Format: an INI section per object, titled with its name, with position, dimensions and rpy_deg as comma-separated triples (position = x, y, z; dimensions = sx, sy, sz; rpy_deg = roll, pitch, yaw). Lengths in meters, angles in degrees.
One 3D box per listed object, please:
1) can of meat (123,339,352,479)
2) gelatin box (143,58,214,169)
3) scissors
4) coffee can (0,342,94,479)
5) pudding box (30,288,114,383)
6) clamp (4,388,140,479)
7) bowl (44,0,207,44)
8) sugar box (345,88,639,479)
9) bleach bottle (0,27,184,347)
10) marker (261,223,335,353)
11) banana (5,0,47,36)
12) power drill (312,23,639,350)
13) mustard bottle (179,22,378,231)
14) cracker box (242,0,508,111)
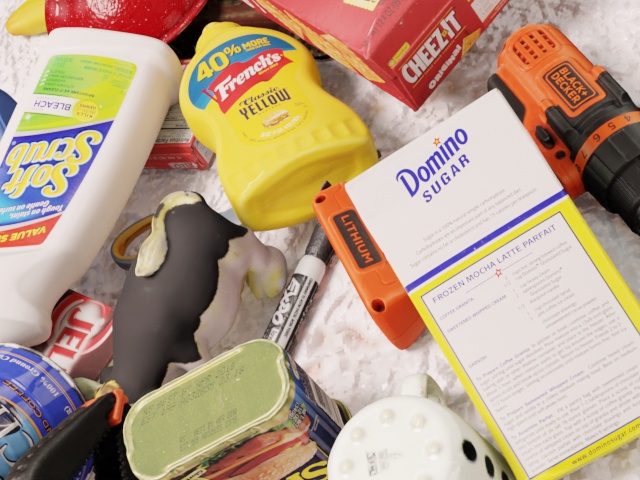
[can of meat]
position = -0.041, 0.106, 0.566
dimensions = 0.102, 0.084, 0.057
rpy_deg = -29, 46, 8
[gelatin box]
position = -0.104, -0.094, 0.793
dimensions = 0.073, 0.030, 0.089
rpy_deg = 2, 58, 30
[scissors]
position = -0.055, 0.001, 0.702
dimensions = 0.202, 0.016, 0.096
rpy_deg = -12, 53, 23
[coffee can]
position = -0.198, 0.127, 0.559
dimensions = 0.103, 0.103, 0.140
rpy_deg = -10, 13, 25
[pudding box]
position = -0.170, 0.089, 0.687
dimensions = 0.090, 0.039, 0.113
rpy_deg = 18, 68, 37
[clamp]
position = -0.128, 0.165, 0.511
dimensions = 0.036, 0.164, 0.210
rpy_deg = -25, 51, 33
[bowl]
position = -0.158, -0.199, 0.825
dimensions = 0.162, 0.055, 0.162
rpy_deg = -20, 44, 21
[sugar box]
position = 0.095, 0.024, 0.522
dimensions = 0.093, 0.048, 0.176
rpy_deg = -32, 72, 9
[bleach bottle]
position = -0.174, -0.023, 0.707
dimensions = 0.102, 0.068, 0.250
rpy_deg = 9, 63, 11
[marker]
position = -0.016, 0.040, 0.646
dimensions = 0.020, 0.020, 0.121
rpy_deg = 8, 62, 35
[banana]
position = -0.201, -0.198, 0.925
dimensions = 0.198, 0.037, 0.069
rpy_deg = 17, 65, 39
[power drill]
position = 0.102, -0.019, 0.596
dimensions = 0.187, 0.057, 0.184
rpy_deg = -32, 49, 4
[mustard bottle]
position = -0.041, -0.092, 0.711
dimensions = 0.096, 0.058, 0.192
rpy_deg = -27, 46, -4
[cracker box]
position = 0.034, -0.201, 0.684
dimensions = 0.164, 0.072, 0.214
rpy_deg = -50, 48, 1
